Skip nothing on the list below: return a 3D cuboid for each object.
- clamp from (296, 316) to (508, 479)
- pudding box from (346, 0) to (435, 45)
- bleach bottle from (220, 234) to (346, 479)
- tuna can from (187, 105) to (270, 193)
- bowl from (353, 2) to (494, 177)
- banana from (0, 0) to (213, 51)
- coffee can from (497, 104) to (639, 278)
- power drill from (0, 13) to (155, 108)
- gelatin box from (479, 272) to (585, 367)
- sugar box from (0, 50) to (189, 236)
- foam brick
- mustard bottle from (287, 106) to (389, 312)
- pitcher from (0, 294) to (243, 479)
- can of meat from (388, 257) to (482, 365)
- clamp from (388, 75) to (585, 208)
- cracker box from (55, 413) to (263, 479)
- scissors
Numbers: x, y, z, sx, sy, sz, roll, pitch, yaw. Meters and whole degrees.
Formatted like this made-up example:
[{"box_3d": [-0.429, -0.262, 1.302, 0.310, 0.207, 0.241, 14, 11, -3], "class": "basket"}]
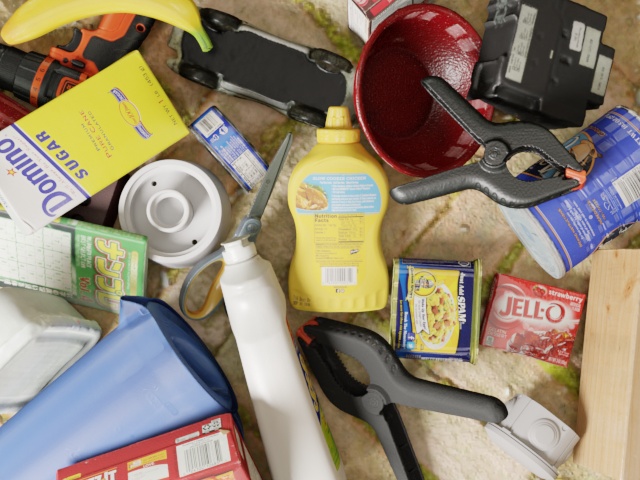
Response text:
[{"box_3d": [0.067, 0.141, 0.998, 0.210, 0.036, 0.165, 46, 129, 10], "class": "clamp"}, {"box_3d": [0.069, -0.231, 1.005, 0.090, 0.113, 0.039, -37, 84, -1], "class": "pudding box"}, {"box_3d": [-0.042, 0.119, 0.984, 0.068, 0.102, 0.251, -17, 98, 2], "class": "bleach bottle"}, {"box_3d": [-0.086, -0.087, 1.017, 0.034, 0.086, 0.086, -42, 88, -2], "class": "tuna can"}, {"box_3d": [0.088, -0.140, 1.011, 0.161, 0.055, 0.162, -3, 95, -30], "class": "bowl"}, {"box_3d": [-0.198, -0.215, 0.992, 0.198, 0.037, 0.069, 2, 89, 0], "class": "banana"}, {"box_3d": [0.250, -0.046, 1.000, 0.140, 0.103, 0.103, -35, 88, 0], "class": "coffee can"}, {"box_3d": [-0.230, -0.211, 1.041, 0.184, 0.057, 0.187, 22, 91, -2], "class": "power drill"}, {"box_3d": [0.203, 0.076, 1.033, 0.089, 0.030, 0.073, 15, 88, 1], "class": "gelatin box"}, {"box_3d": [-0.218, -0.089, 0.971, 0.176, 0.048, 0.093, -37, 102, -21], "class": "sugar box"}, {"box_3d": [-0.224, -0.038, 1.035, 0.053, 0.051, 0.078, 17, 88, 1], "class": "foam brick"}, {"box_3d": [0.017, -0.030, 1.010, 0.096, 0.058, 0.192, 0, 99, 0], "class": "mustard bottle"}, {"box_3d": [-0.200, 0.182, 0.994, 0.243, 0.145, 0.149, -38, 58, 3], "class": "pitcher"}, {"box_3d": [0.109, 0.066, 1.022, 0.084, 0.057, 0.102, 3, 88, 3], "class": "can of meat"}, {"box_3d": [0.152, -0.084, 0.954, 0.171, 0.039, 0.120, 7, 89, 9], "class": "clamp"}, {"box_3d": [-0.119, 0.267, 0.960, 0.164, 0.072, 0.213, -19, 127, 1], "class": "cracker box"}, {"box_3d": [-0.057, 0.001, 1.019, 0.096, 0.016, 0.202, 35, 96, -30], "class": "scissors"}]
